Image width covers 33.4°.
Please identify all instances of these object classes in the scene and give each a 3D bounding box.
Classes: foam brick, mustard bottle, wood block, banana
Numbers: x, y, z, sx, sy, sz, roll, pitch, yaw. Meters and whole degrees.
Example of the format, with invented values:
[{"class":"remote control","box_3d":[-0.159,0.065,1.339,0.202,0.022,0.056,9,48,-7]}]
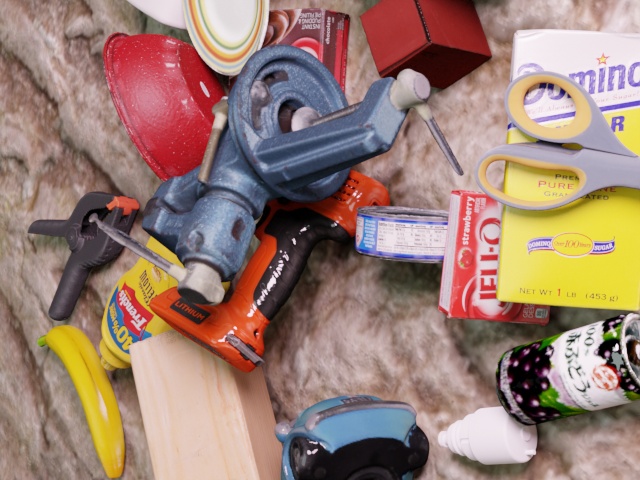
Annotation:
[{"class":"foam brick","box_3d":[0.078,-0.149,0.784,0.053,0.078,0.051,-30,70,38]},{"class":"mustard bottle","box_3d":[-0.163,0.065,1.033,0.192,0.058,0.096,-49,57,33]},{"class":"wood block","box_3d":[-0.087,0.179,0.901,0.090,0.090,0.206,-21,65,10]},{"class":"banana","box_3d":[-0.247,0.156,1.135,0.198,0.037,0.070,55,143,31]}]

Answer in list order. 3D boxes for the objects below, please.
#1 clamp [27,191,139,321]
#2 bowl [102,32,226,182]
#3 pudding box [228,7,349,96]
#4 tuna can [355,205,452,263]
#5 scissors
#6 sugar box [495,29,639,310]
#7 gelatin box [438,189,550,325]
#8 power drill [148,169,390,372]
[{"class":"clamp","box_3d":[-0.257,-0.007,1.139,0.172,0.039,0.120,-43,66,29]},{"class":"bowl","box_3d":[-0.124,-0.122,0.945,0.055,0.162,0.162,-25,72,16]},{"class":"pudding box","box_3d":[-0.029,-0.150,0.914,0.114,0.039,0.090,8,97,44]},{"class":"tuna can","box_3d":[0.068,-0.005,0.788,0.086,0.085,0.034,9,98,44]},{"class":"scissors","box_3d":[0.195,-0.059,0.651,0.202,0.016,0.096,-1,92,15]},{"class":"sugar box","box_3d":[0.166,-0.046,0.694,0.093,0.048,0.176,3,96,8]},{"class":"gelatin box","box_3d":[0.124,0.012,0.741,0.030,0.073,0.089,-143,58,-79]},{"class":"power drill","box_3d":[-0.056,0.001,0.875,0.185,0.057,0.187,25,76,44]}]
